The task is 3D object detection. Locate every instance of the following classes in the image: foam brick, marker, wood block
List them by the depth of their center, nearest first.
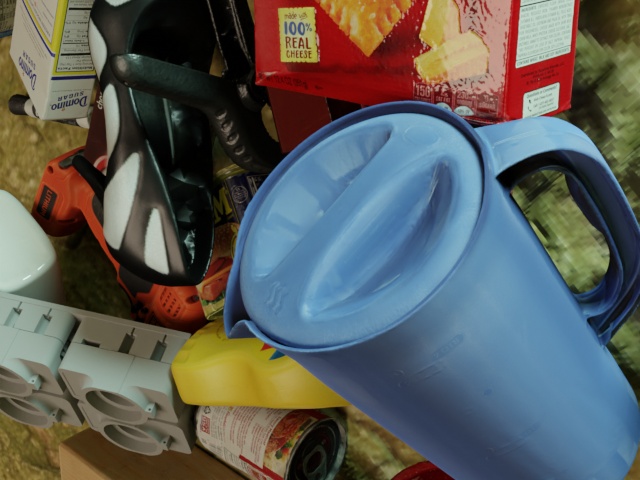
[{"bbox_3d":[0.001,-0.099,0.669,0.051,0.052,0.078,1,110,44],"label":"foam brick"},{"bbox_3d":[-0.229,-0.111,0.915,0.121,0.020,0.020,14,119,40],"label":"marker"},{"bbox_3d":[-0.130,0.241,0.939,0.206,0.090,0.091,25,125,35],"label":"wood block"}]

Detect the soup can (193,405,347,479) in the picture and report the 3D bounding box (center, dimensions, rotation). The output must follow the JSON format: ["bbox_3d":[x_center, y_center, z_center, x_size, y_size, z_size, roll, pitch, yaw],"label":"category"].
[{"bbox_3d":[-0.040,0.149,0.820,0.102,0.068,0.068,22,124,37],"label":"soup can"}]

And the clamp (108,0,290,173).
[{"bbox_3d":[-0.058,-0.094,0.674,0.039,0.120,0.171,4,137,50],"label":"clamp"}]

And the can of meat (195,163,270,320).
[{"bbox_3d":[-0.055,0.001,0.757,0.102,0.057,0.084,-33,72,47],"label":"can of meat"}]

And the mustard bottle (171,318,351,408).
[{"bbox_3d":[-0.012,0.082,0.738,0.192,0.096,0.058,-6,105,46],"label":"mustard bottle"}]

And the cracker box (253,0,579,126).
[{"bbox_3d":[0.043,-0.172,0.522,0.164,0.071,0.214,17,118,37],"label":"cracker box"}]

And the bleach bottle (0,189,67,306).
[{"bbox_3d":[-0.268,0.065,0.970,0.103,0.068,0.251,45,155,21],"label":"bleach bottle"}]

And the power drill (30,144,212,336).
[{"bbox_3d":[-0.167,0.026,0.896,0.188,0.057,0.185,49,138,12],"label":"power drill"}]

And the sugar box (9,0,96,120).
[{"bbox_3d":[-0.195,-0.188,0.811,0.093,0.048,0.176,58,144,34],"label":"sugar box"}]

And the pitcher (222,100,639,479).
[{"bbox_3d":[0.082,0.047,0.541,0.149,0.145,0.242,10,154,43],"label":"pitcher"}]
